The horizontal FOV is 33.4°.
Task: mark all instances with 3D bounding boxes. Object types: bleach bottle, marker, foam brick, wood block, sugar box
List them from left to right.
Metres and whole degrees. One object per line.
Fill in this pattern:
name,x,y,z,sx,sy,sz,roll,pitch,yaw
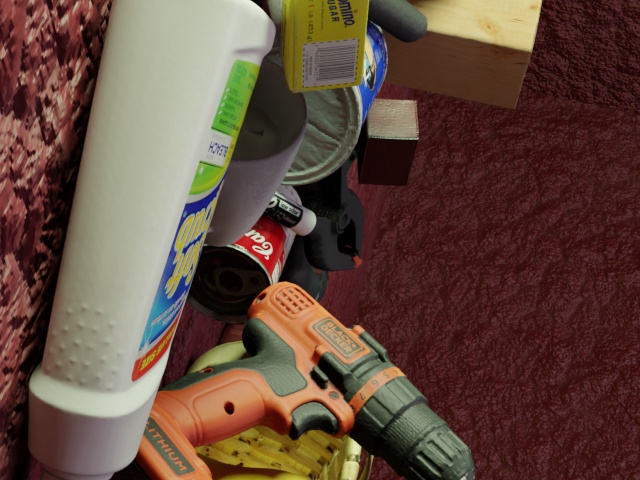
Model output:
bleach bottle,-0.087,0.006,0.503,0.102,0.068,0.251,-24,129,-83
marker,-0.046,-0.033,0.709,0.121,0.020,0.020,30,69,-46
sugar box,-0.012,-0.174,0.565,0.093,0.048,0.176,94,-13,-57
foam brick,0.066,-0.098,1.069,0.078,0.051,0.053,99,-8,-57
wood block,0.070,-0.186,0.870,0.091,0.206,0.090,88,16,-65

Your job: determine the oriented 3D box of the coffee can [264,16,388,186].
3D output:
coffee can,-0.011,-0.112,0.758,0.140,0.103,0.103,-66,168,-62

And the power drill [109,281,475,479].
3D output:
power drill,-0.024,0.115,0.627,0.187,0.185,0.057,-22,140,-40

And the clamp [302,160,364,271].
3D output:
clamp,0.000,-0.019,0.950,0.120,0.039,0.171,-49,143,-26

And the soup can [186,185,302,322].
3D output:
soup can,-0.055,0.001,0.762,0.102,0.068,0.068,-70,171,-52
